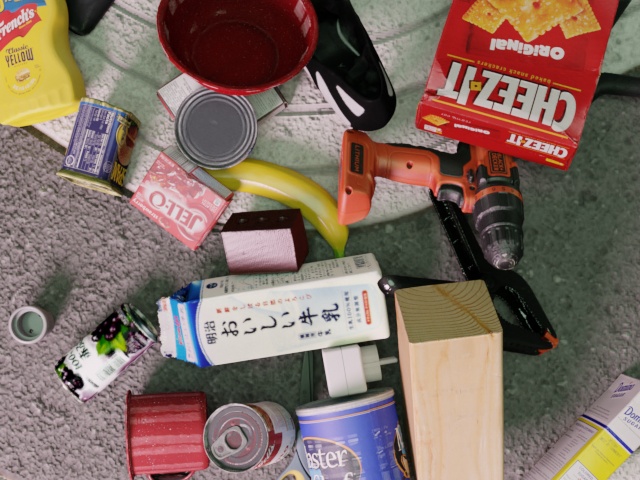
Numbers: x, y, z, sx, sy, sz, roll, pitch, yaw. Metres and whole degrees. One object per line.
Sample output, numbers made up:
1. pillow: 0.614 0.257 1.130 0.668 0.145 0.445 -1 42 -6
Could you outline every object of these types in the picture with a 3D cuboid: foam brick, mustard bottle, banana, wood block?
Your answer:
1. foam brick: -0.057 0.001 1.113 0.078 0.053 0.051 -3 113 13
2. mustard bottle: -0.311 -0.223 1.129 0.096 0.058 0.191 -13 87 18
3. banana: -0.044 -0.045 1.138 0.198 0.037 0.069 31 88 0
4. wood block: 0.130 0.152 1.058 0.090 0.091 0.206 -7 122 -1

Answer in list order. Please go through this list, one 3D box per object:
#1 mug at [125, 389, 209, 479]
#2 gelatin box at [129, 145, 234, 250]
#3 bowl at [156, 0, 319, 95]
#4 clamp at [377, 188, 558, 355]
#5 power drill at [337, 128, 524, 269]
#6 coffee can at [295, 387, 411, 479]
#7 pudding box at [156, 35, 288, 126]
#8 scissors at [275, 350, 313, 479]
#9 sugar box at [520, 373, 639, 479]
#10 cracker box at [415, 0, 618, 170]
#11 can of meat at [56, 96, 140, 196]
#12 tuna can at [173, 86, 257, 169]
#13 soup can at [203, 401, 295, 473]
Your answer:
1. mug: -0.157 0.209 1.111 0.081 0.093 0.117 -3 119 -5
2. gelatin box: -0.146 -0.044 1.126 0.089 0.030 0.073 38 117 1
3. bowl: -0.084 -0.203 1.077 0.162 0.055 0.162 3 63 -6
4. clamp: 0.158 0.054 1.107 0.210 0.036 0.164 45 51 -5
5. power drill: 0.112 -0.048 1.085 0.187 0.057 0.184 5 46 -4
6. coffee can: 0.038 0.229 1.087 0.103 0.103 0.140 -12 86 -1
7. pudding box: -0.105 -0.151 1.140 0.113 0.039 0.090 -33 92 1
8. scissors: 0.001 0.221 1.142 0.096 0.016 0.202 17 88 -2
9. sugar box: 0.279 0.218 1.105 0.176 0.093 0.048 -43 90 -1
10. cracker box: 0.206 -0.199 1.093 0.164 0.072 0.213 17 73 9
11. can of meat: -0.227 -0.096 1.107 0.057 0.102 0.084 15 86 1
12. tuna can: -0.107 -0.116 1.103 0.086 0.034 0.086 0 93 -1
13. soup can: -0.070 0.199 1.092 0.068 0.102 0.068 -2 83 15
